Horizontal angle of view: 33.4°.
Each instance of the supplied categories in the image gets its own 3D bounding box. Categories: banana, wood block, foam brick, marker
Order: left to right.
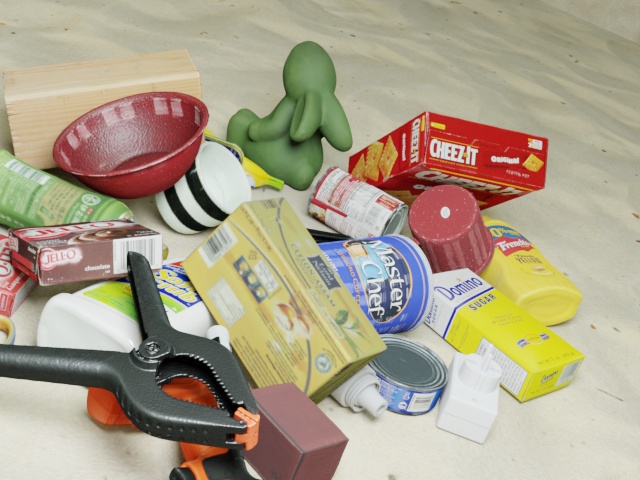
[{"bbox_3d":[-0.240,-0.146,1.184,0.206,0.091,0.090,-9,31,-13],"label":"wood block"},{"bbox_3d":[-0.135,-0.114,1.333,0.198,0.037,0.069,38,8,28],"label":"banana"},{"bbox_3d":[-0.075,0.109,0.837,0.020,0.020,0.121,11,29,-18],"label":"marker"},{"bbox_3d":[-0.027,0.160,0.862,0.051,0.053,0.078,-8,39,-43],"label":"foam brick"}]

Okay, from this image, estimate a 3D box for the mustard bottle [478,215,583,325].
[{"bbox_3d":[0.225,0.026,1.282,0.096,0.058,0.192,0,32,-25],"label":"mustard bottle"}]

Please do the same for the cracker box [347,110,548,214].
[{"bbox_3d":[0.147,-0.083,1.296,0.164,0.072,0.214,9,-12,-21],"label":"cracker box"}]

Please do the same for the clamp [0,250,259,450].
[{"bbox_3d":[-0.125,0.086,0.806,0.210,0.036,0.164,24,43,20],"label":"clamp"}]

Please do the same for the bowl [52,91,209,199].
[{"bbox_3d":[-0.186,-0.089,1.084,0.162,0.055,0.162,-9,35,6],"label":"bowl"}]

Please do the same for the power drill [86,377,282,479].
[{"bbox_3d":[-0.109,0.168,0.790,0.184,0.057,0.188,4,33,-36],"label":"power drill"}]

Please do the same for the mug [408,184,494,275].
[{"bbox_3d":[0.138,-0.004,1.225,0.117,0.081,0.093,-34,52,-5],"label":"mug"}]

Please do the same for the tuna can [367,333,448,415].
[{"bbox_3d":[0.076,0.127,1.015,0.086,0.034,0.086,15,27,-8],"label":"tuna can"}]

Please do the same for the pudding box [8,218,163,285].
[{"bbox_3d":[-0.206,0.008,0.933,0.113,0.039,0.090,-4,13,-31],"label":"pudding box"}]

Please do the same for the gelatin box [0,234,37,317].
[{"bbox_3d":[-0.294,0.026,0.960,0.073,0.030,0.089,20,27,0],"label":"gelatin box"}]

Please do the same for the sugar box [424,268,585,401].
[{"bbox_3d":[0.184,0.095,1.136,0.093,0.048,0.176,-8,39,-43],"label":"sugar box"}]

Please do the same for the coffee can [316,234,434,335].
[{"bbox_3d":[0.027,0.050,1.052,0.140,0.103,0.103,-6,36,-41],"label":"coffee can"}]

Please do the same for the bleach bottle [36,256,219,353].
[{"bbox_3d":[-0.141,0.056,0.974,0.103,0.068,0.250,27,25,15],"label":"bleach bottle"}]

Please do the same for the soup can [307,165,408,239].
[{"bbox_3d":[0.044,-0.037,1.267,0.102,0.069,0.068,30,28,18],"label":"soup can"}]
